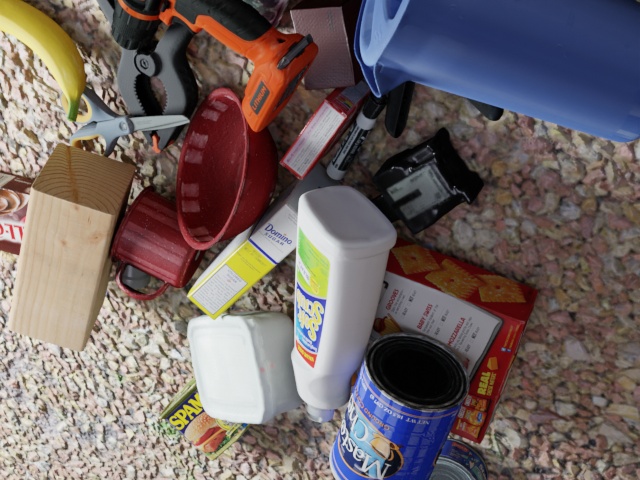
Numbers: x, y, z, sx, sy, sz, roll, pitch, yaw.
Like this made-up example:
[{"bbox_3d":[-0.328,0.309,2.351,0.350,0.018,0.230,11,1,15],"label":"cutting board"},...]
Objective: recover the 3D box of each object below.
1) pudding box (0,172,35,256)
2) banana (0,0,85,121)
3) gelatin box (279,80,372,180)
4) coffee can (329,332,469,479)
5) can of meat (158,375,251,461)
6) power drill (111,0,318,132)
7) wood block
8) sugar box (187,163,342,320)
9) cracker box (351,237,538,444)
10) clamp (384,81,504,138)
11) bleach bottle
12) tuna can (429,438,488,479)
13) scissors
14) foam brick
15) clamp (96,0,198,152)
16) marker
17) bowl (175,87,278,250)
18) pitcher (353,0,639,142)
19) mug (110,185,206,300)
[{"bbox_3d":[-0.352,-0.028,1.246,0.114,0.039,0.090,16,123,17],"label":"pudding box"},{"bbox_3d":[-0.310,-0.212,1.114,0.198,0.037,0.069,41,89,8],"label":"banana"},{"bbox_3d":[0.007,-0.107,1.012,0.030,0.073,0.089,38,126,1],"label":"gelatin box"},{"bbox_3d":[0.074,0.174,1.032,0.103,0.102,0.140,24,126,11],"label":"coffee can"},{"bbox_3d":[-0.128,0.201,1.259,0.084,0.057,0.102,42,126,-5],"label":"can of meat"},{"bbox_3d":[-0.104,-0.185,0.957,0.187,0.057,0.185,40,149,-1],"label":"power drill"},{"bbox_3d":[-0.273,0.011,1.163,0.090,0.090,0.206,18,128,-4],"label":"wood block"},{"bbox_3d":[-0.057,0.002,1.091,0.048,0.093,0.177,44,127,-10],"label":"sugar box"},{"bbox_3d":[0.093,0.090,1.084,0.214,0.072,0.164,21,124,14],"label":"cracker box"},{"bbox_3d":[0.083,-0.170,0.965,0.120,0.039,0.171,-19,104,34],"label":"clamp"},{"bbox_3d":[0.013,0.078,1.014,0.103,0.068,0.251,51,145,47],"label":"bleach bottle"},{"bbox_3d":[0.140,0.263,1.181,0.086,0.033,0.086,11,121,19],"label":"tuna can"},{"bbox_3d":[-0.212,-0.135,1.107,0.202,0.016,0.096,-19,100,47],"label":"scissors"},{"bbox_3d":[0.011,-0.184,0.981,0.053,0.051,0.078,1,118,23],"label":"foam brick"},{"bbox_3d":[-0.158,-0.186,1.065,0.165,0.036,0.210,10,123,29],"label":"clamp"},{"bbox_3d":[0.035,-0.101,1.019,0.020,0.020,0.121,35,140,3],"label":"marker"},{"bbox_3d":[-0.087,-0.067,1.059,0.055,0.162,0.162,9,133,-30],"label":"bowl"},{"bbox_3d":[0.161,-0.172,0.836,0.242,0.145,0.149,17,139,-16],"label":"pitcher"},{"bbox_3d":[-0.172,0.010,1.142,0.081,0.117,0.093,26,163,4],"label":"mug"}]
